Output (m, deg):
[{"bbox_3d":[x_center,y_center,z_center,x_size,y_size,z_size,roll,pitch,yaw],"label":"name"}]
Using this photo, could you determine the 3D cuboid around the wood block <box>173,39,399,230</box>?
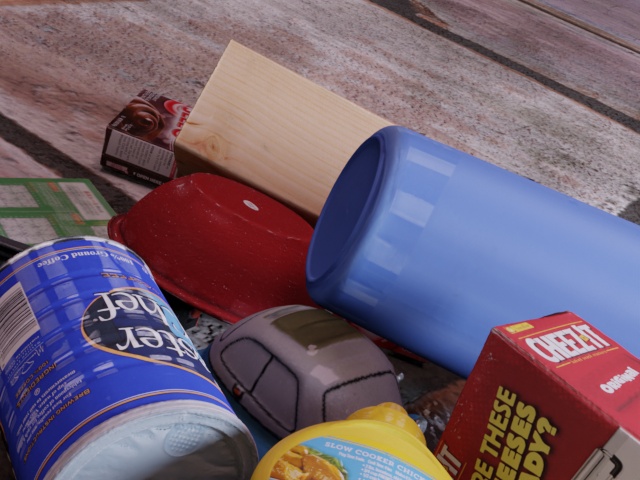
[{"bbox_3d":[0.005,-0.050,0.787,0.206,0.091,0.090,27,-11,0],"label":"wood block"}]

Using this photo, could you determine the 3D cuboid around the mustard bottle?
[{"bbox_3d":[0.011,0.124,0.423,0.096,0.058,0.191,20,29,5],"label":"mustard bottle"}]

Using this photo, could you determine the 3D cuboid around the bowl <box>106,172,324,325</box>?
[{"bbox_3d":[-0.055,0.001,0.698,0.162,0.055,0.162,26,13,-7],"label":"bowl"}]

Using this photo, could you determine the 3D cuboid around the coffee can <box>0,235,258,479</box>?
[{"bbox_3d":[-0.104,0.077,0.513,0.102,0.103,0.140,1,31,-32],"label":"coffee can"}]

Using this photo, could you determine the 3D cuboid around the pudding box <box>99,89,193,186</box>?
[{"bbox_3d":[-0.123,-0.081,0.883,0.090,0.039,0.113,20,26,-1],"label":"pudding box"}]

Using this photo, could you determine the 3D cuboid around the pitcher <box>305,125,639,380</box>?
[{"bbox_3d":[0.118,0.027,0.616,0.242,0.149,0.145,24,62,-13],"label":"pitcher"}]
